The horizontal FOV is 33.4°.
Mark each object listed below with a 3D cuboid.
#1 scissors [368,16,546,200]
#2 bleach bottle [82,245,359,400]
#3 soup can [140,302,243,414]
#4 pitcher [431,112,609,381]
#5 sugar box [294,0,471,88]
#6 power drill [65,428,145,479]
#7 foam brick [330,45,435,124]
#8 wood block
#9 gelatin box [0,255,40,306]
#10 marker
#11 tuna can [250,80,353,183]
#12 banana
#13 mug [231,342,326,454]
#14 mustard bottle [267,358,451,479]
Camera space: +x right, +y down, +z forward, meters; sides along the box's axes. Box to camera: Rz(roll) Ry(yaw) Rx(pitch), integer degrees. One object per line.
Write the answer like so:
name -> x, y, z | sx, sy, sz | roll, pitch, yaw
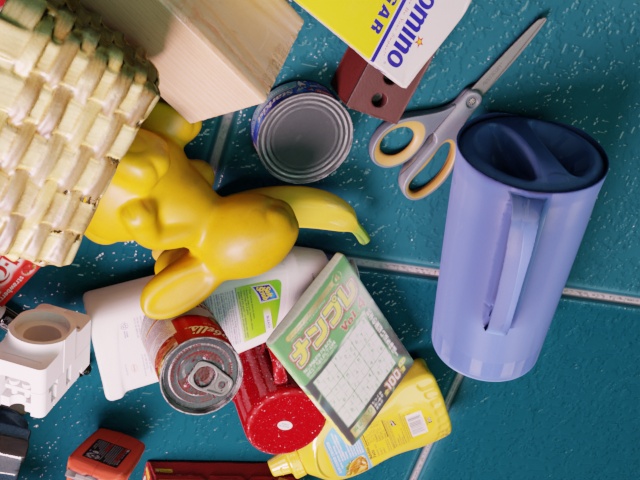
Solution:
scissors -> 0.115, -0.128, 0.959 | 0.096, 0.016, 0.202 | 18, 113, -26
bleach bottle -> -0.085, 0.067, 0.986 | 0.250, 0.068, 0.102 | -13, 120, -12
soup can -> -0.110, 0.093, 0.893 | 0.068, 0.102, 0.068 | -6, 109, -17
pitcher -> 0.171, 0.018, 0.985 | 0.149, 0.145, 0.243 | -20, 133, -30
sugar box -> 0.028, -0.200, 0.800 | 0.176, 0.048, 0.093 | 32, 100, -33
power drill -> -0.225, 0.282, 1.033 | 0.057, 0.184, 0.188 | 17, 98, 1
foam brick -> 0.052, -0.147, 0.905 | 0.052, 0.051, 0.078 | 16, 114, -26
wood block -> -0.120, -0.190, 0.780 | 0.206, 0.091, 0.090 | 43, 56, -33
gelatin box -> -0.271, 0.003, 0.905 | 0.089, 0.030, 0.073 | -44, 124, 11
marker -> -0.256, 0.090, 0.970 | 0.020, 0.020, 0.121 | -43, 124, 10
tuna can -> -0.017, -0.095, 0.925 | 0.086, 0.034, 0.086 | -8, 123, -13
banana -> -0.053, -0.015, 0.945 | 0.197, 0.037, 0.070 | -4, 119, -3
mug -> -0.042, 0.143, 1.034 | 0.093, 0.081, 0.117 | -8, 122, -14
mustard bottle -> 0.036, 0.198, 1.108 | 0.191, 0.058, 0.096 | -24, 127, -3
